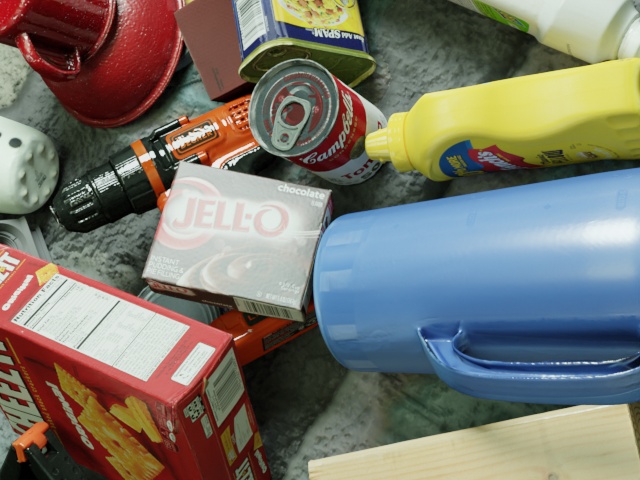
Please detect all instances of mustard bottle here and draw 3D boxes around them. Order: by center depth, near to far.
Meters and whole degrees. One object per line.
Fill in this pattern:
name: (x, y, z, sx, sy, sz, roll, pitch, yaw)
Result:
mustard bottle: (0.121, -0.074, 0.705, 0.192, 0.096, 0.058, -5, 79, 24)

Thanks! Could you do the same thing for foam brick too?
foam brick: (-0.068, -0.151, 0.824, 0.053, 0.051, 0.078, -24, 86, 20)

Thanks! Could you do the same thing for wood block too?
wood block: (0.108, 0.165, 0.673, 0.206, 0.090, 0.091, -16, 73, 22)

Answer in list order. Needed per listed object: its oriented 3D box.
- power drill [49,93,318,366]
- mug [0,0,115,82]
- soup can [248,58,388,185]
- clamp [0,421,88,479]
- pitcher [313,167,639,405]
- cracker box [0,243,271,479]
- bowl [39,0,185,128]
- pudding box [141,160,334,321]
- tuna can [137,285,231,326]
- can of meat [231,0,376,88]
power drill: (-0.084, -0.002, 0.782, 0.184, 0.057, 0.188, -28, 72, -8)
mug: (-0.215, -0.175, 0.814, 0.093, 0.081, 0.117, -23, 74, 30)
soup can: (0.002, -0.081, 0.759, 0.069, 0.102, 0.068, -5, 79, 24)
clamp: (-0.207, 0.212, 0.806, 0.120, 0.039, 0.171, -3, 114, 25)
pitcher: (0.118, 0.032, 0.665, 0.243, 0.149, 0.145, -5, 78, 28)
cracker box: (-0.150, 0.108, 0.763, 0.214, 0.164, 0.072, 18, 51, 26)
bowl: (-0.189, -0.176, 0.881, 0.162, 0.055, 0.162, -3, 84, 34)
pudding box: (-0.055, 0.001, 0.729, 0.113, 0.039, 0.090, 12, 69, 7)
tuna can: (-0.105, 0.070, 0.822, 0.086, 0.033, 0.086, -5, 79, 25)
can of meat: (-0.015, -0.161, 0.783, 0.058, 0.101, 0.084, -31, 63, 49)
